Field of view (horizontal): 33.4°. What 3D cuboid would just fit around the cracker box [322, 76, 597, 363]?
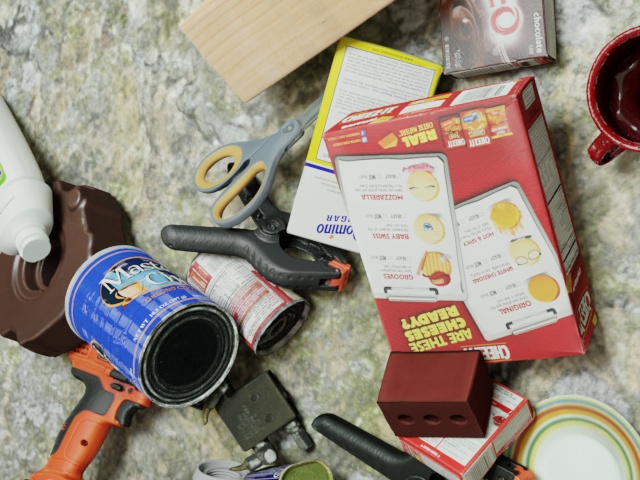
[{"bbox_3d":[0.114,-0.010,0.851,0.164,0.072,0.213,-9,109,30],"label":"cracker box"}]

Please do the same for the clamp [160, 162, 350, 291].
[{"bbox_3d":[-0.056,0.001,0.968,0.172,0.120,0.039,33,148,23],"label":"clamp"}]

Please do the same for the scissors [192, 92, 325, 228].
[{"bbox_3d":[-0.043,-0.099,0.971,0.096,0.016,0.201,27,76,39],"label":"scissors"}]

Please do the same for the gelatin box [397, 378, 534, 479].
[{"bbox_3d":[0.120,0.152,0.877,0.089,0.030,0.073,-44,44,-20],"label":"gelatin box"}]

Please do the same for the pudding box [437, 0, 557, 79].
[{"bbox_3d":[0.145,-0.196,0.881,0.090,0.039,0.113,-6,88,30],"label":"pudding box"}]

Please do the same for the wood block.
[{"bbox_3d":[-0.008,-0.215,0.897,0.206,0.090,0.090,-28,110,37],"label":"wood block"}]

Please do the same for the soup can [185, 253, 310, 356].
[{"bbox_3d":[-0.069,0.049,0.994,0.102,0.068,0.069,42,110,22],"label":"soup can"}]

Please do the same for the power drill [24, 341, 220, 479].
[{"bbox_3d":[-0.197,0.188,1.050,0.185,0.057,0.187,15,76,29],"label":"power drill"}]

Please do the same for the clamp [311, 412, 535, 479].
[{"bbox_3d":[0.083,0.210,0.925,0.210,0.036,0.164,-26,79,35],"label":"clamp"}]

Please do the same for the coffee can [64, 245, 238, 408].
[{"bbox_3d":[-0.156,0.076,0.977,0.140,0.102,0.103,30,106,45],"label":"coffee can"}]

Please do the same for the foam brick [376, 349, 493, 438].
[{"bbox_3d":[0.094,0.123,0.855,0.078,0.053,0.051,-5,45,26],"label":"foam brick"}]

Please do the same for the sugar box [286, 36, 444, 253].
[{"bbox_3d":[0.038,-0.080,0.926,0.093,0.048,0.176,17,103,1],"label":"sugar box"}]

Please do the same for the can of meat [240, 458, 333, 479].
[{"bbox_3d":[-0.027,0.253,0.968,0.084,0.057,0.102,-22,79,54],"label":"can of meat"}]

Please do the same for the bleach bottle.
[{"bbox_3d":[-0.334,-0.059,1.096,0.103,0.068,0.251,-55,47,18],"label":"bleach bottle"}]
